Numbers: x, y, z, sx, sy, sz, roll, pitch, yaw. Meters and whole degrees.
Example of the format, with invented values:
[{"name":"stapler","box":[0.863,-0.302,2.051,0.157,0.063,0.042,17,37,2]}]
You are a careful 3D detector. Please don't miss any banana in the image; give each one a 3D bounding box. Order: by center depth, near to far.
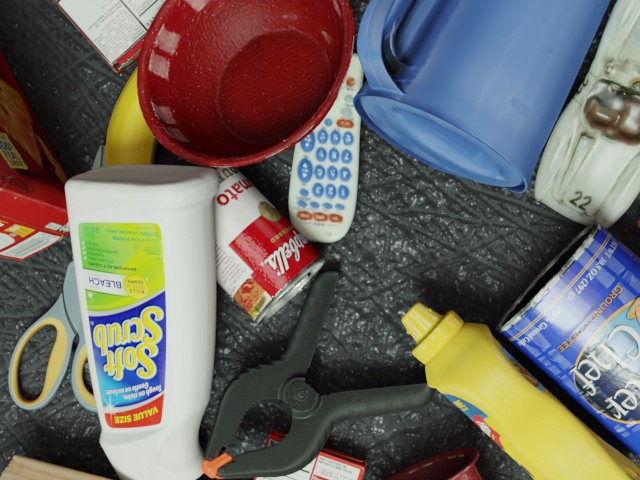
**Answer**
[{"name":"banana","box":[-0.110,-0.106,0.790,0.069,0.037,0.198,25,87,-13]}]

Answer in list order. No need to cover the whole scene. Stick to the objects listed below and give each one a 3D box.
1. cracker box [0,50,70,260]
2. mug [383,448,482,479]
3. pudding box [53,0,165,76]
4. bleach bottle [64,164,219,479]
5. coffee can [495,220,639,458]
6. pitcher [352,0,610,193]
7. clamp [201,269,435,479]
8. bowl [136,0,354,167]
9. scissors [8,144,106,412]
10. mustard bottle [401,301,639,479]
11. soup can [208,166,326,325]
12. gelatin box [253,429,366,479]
[{"name":"cracker box","box":[-0.254,-0.098,0.724,0.072,0.164,0.214,-29,81,3]},{"name":"mug","box":[0.073,0.203,0.734,0.117,0.093,0.081,-26,89,30]},{"name":"pudding box","box":[-0.154,-0.194,0.797,0.090,0.039,0.113,-41,86,-1]},{"name":"bleach bottle","box":[-0.111,0.077,0.732,0.103,0.068,0.251,3,107,24]},{"name":"coffee can","box":[0.206,0.071,0.724,0.140,0.103,0.103,42,88,5]},{"name":"pitcher","box":[0.127,-0.168,0.730,0.145,0.149,0.243,27,84,4]},{"name":"clamp","box":[-0.005,0.114,0.746,0.120,0.039,0.171,40,73,12]},{"name":"bowl","box":[-0.044,-0.117,0.733,0.162,0.055,0.162,-7,71,21]},{"name":"scissors","box":[-0.163,0.038,0.790,0.096,0.016,0.202,25,87,3]},{"name":"mustard bottle","box":[0.131,0.113,0.727,0.191,0.096,0.058,44,89,5]},{"name":"soup can","box":[-0.055,0.001,0.761,0.068,0.068,0.102,-44,84,-1]},{"name":"gelatin box","box":[-0.015,0.189,0.763,0.073,0.030,0.089,18,86,6]}]
